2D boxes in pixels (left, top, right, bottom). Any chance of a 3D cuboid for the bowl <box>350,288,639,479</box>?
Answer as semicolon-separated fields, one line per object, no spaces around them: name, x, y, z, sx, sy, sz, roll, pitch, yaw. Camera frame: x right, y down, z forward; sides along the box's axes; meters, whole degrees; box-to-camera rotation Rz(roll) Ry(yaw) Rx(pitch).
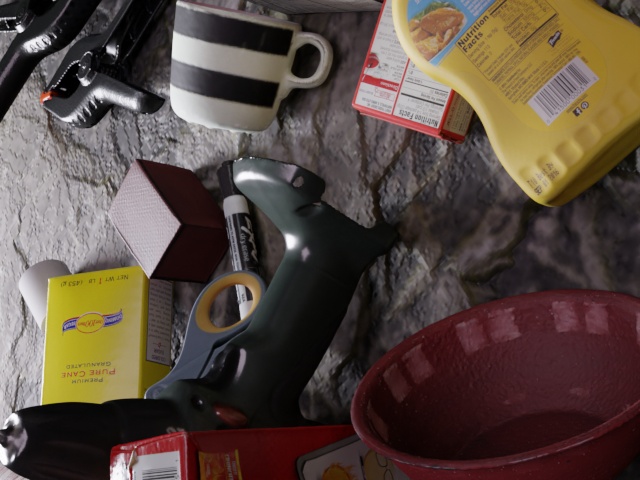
bowl;0.099;0.084;0.521;0.162;0.161;0.055;-1;115;43

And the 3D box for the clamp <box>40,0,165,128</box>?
clamp;-0.171;-0.129;0.852;0.172;0.039;0.120;-31;49;43

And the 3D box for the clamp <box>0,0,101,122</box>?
clamp;-0.247;-0.178;0.922;0.210;0.036;0.164;-26;52;36

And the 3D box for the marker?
marker;-0.055;0.001;0.743;0.020;0.020;0.121;-26;68;39

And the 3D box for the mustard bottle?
mustard bottle;0.094;-0.116;0.561;0.096;0.058;0.192;-44;70;18

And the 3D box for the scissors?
scissors;-0.101;0.083;0.693;0.201;0.016;0.096;-20;61;-4

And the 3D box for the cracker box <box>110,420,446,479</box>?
cracker box;0.001;0.177;0.535;0.072;0.213;0.164;-18;73;43

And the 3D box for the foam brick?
foam brick;-0.109;-0.013;0.774;0.078;0.051;0.053;52;120;35

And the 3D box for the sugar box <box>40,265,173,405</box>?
sugar box;-0.159;0.111;0.784;0.093;0.048;0.176;-9;70;25

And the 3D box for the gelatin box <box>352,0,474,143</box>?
gelatin box;0.065;-0.109;0.637;0.073;0.030;0.089;24;100;41
